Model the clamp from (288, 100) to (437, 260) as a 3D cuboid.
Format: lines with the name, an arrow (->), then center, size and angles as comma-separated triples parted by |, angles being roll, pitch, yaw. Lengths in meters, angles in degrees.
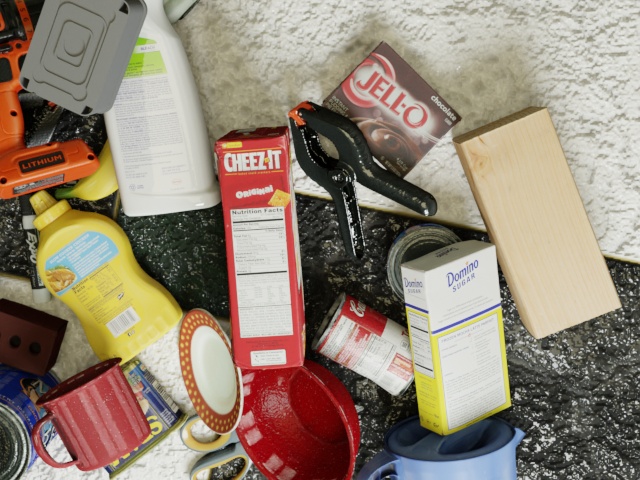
clamp -> 0.037, -0.068, 1.055 | 0.120, 0.039, 0.171 | -24, 106, 32

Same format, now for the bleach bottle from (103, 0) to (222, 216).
bleach bottle -> -0.161, -0.154, 1.022 | 0.102, 0.068, 0.251 | -7, 104, 2

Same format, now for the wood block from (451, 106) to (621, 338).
wood block -> 0.211, -0.020, 1.058 | 0.091, 0.090, 0.206 | -22, 97, 4

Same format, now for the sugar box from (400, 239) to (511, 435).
sugar box -> 0.135, 0.095, 1.055 | 0.093, 0.048, 0.176 | -18, 107, -31

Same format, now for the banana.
banana -> -0.206, -0.118, 1.080 | 0.069, 0.037, 0.198 | 24, 99, -4

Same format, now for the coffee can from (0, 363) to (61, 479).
coffee can -> -0.323, 0.186, 1.078 | 0.103, 0.140, 0.103 | 0, 98, 1

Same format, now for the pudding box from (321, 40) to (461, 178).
pudding box -> 0.071, -0.129, 1.070 | 0.113, 0.039, 0.090 | 44, 97, -4

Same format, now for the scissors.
scissors -> -0.063, 0.195, 1.135 | 0.202, 0.016, 0.096 | -34, 96, 6

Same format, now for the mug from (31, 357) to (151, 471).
mug -> -0.226, 0.176, 1.037 | 0.093, 0.117, 0.081 | -19, 100, 47

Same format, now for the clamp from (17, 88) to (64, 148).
clamp -> -0.342, -0.083, 1.081 | 0.210, 0.036, 0.164 | -28, 119, -3

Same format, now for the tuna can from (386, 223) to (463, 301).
tuna can -> 0.111, 0.026, 1.096 | 0.086, 0.033, 0.086 | 0, 99, 2

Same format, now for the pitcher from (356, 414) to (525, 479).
pitcher -> 0.132, 0.306, 1.090 | 0.149, 0.144, 0.243 | -2, 102, 23

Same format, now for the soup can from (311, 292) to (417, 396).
soup can -> 0.050, 0.107, 1.092 | 0.102, 0.068, 0.068 | 30, 98, -4

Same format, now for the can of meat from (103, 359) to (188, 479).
can of meat -> -0.204, 0.186, 1.118 | 0.102, 0.057, 0.084 | -38, 93, 6

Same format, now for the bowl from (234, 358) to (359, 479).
bowl -> -0.015, 0.178, 1.075 | 0.162, 0.055, 0.162 | 18, 120, 34

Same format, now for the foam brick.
foam brick -> -0.310, 0.100, 1.109 | 0.078, 0.051, 0.053 | 19, 98, -1

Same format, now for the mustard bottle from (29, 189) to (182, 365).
mustard bottle -> -0.233, 0.030, 1.093 | 0.096, 0.058, 0.191 | -35, 96, 7

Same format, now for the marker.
marker -> -0.298, 0.005, 1.111 | 0.020, 0.020, 0.121 | -6, 99, 2

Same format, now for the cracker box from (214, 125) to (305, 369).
cracker box -> -0.057, 0.001, 1.031 | 0.072, 0.164, 0.214 | -4, 99, 0

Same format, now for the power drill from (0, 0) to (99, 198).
power drill -> -0.278, -0.146, 1.027 | 0.184, 0.057, 0.188 | -19, 84, -14
